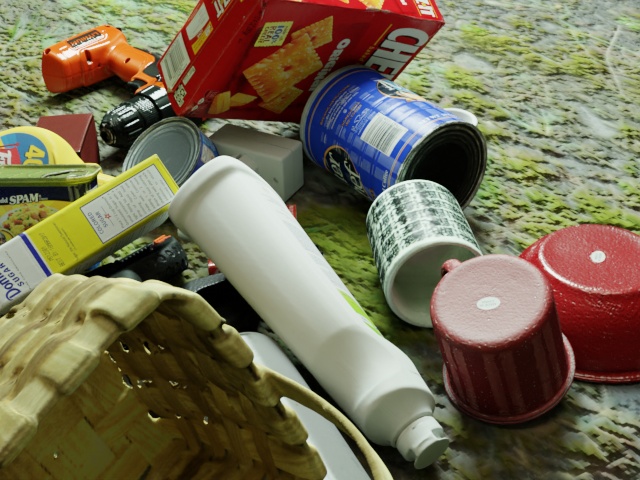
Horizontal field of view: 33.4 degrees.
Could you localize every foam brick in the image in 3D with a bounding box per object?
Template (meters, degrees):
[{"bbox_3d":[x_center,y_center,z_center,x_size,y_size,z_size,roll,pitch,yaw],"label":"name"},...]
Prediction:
[{"bbox_3d":[-0.240,-0.078,0.997,0.053,0.051,0.078,-2,34,1],"label":"foam brick"}]

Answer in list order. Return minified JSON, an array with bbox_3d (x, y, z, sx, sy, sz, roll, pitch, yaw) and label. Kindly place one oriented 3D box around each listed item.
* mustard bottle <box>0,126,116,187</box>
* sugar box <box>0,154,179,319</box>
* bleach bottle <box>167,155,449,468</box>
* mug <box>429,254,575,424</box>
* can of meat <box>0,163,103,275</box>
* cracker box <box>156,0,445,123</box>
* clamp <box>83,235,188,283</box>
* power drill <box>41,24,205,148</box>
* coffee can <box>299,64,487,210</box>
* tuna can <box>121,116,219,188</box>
[{"bbox_3d":[-0.267,-0.051,0.925,0.191,0.096,0.058,4,-7,7],"label":"mustard bottle"},{"bbox_3d":[-0.191,0.006,0.781,0.176,0.048,0.093,-32,1,-23],"label":"sugar box"},{"bbox_3d":[-0.003,0.051,0.730,0.068,0.102,0.251,-45,58,6],"label":"bleach bottle"},{"bbox_3d":[0.116,0.056,0.728,0.093,0.081,0.117,-27,45,-4],"label":"mug"},{"bbox_3d":[-0.228,-0.016,0.865,0.102,0.084,0.057,0,15,3],"label":"can of meat"},{"bbox_3d":[-0.017,-0.179,0.977,0.213,0.164,0.072,-1,59,-38],"label":"cracker box"},{"bbox_3d":[-0.166,0.041,0.794,0.165,0.036,0.209,-22,8,18],"label":"clamp"},{"bbox_3d":[-0.203,-0.162,1.116,0.188,0.057,0.184,25,39,30],"label":"power drill"},{"bbox_3d":[0.063,-0.084,0.944,0.102,0.103,0.140,-23,39,-28],"label":"coffee can"},{"bbox_3d":[-0.133,-0.065,0.951,0.086,0.033,0.086,-16,55,25],"label":"tuna can"}]
